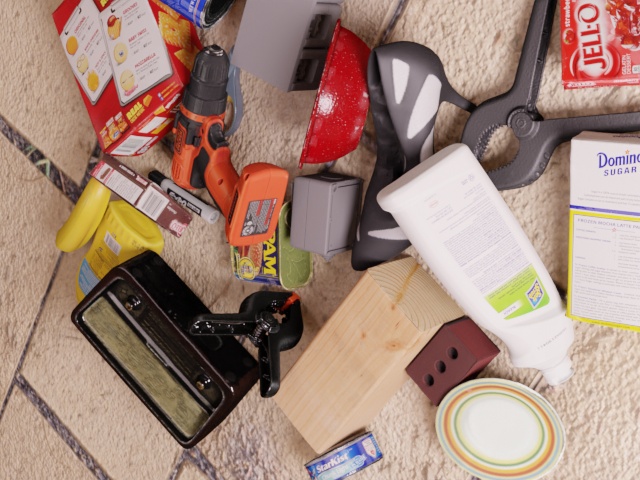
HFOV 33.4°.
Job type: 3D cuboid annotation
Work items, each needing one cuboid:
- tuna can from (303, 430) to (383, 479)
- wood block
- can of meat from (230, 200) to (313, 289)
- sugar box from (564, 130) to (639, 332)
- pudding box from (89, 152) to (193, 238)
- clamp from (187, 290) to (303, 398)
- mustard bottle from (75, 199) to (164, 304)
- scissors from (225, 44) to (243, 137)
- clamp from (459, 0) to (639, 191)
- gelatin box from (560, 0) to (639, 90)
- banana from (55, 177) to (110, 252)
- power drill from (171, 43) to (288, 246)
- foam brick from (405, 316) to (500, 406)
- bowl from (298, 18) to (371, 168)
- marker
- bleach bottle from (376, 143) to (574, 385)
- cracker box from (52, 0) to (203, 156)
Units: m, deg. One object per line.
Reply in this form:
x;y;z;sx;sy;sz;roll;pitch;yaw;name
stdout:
0.026;0.247;1.198;0.086;0.085;0.034;-33;79;37;tuna can
0.047;0.125;1.157;0.090;0.090;0.206;49;123;21;wood block
-0.058;0.001;1.239;0.084;0.057;0.102;6;101;40;can of meat
0.275;-0.008;0.970;0.093;0.048;0.176;9;109;30;sugar box
-0.220;-0.055;1.320;0.090;0.113;0.039;32;82;29;pudding box
-0.075;0.096;1.192;0.120;0.171;0.039;41;117;-5;clamp
-0.278;0.046;1.415;0.096;0.058;0.192;45;122;24;mustard bottle
-0.092;-0.200;1.254;0.202;0.016;0.096;-40;73;36;scissors
0.198;-0.125;1.030;0.210;0.036;0.164;-38;73;32;clamp
0.253;-0.182;0.956;0.073;0.030;0.089;-1;82;19;gelatin box
-0.315;-0.030;1.397;0.198;0.037;0.069;-36;51;54;banana
-0.104;-0.099;1.183;0.188;0.057;0.185;53;141;40;power drill
0.137;0.126;1.112;0.053;0.051;0.078;48;123;21;foam brick
0.023;-0.146;1.114;0.055;0.162;0.162;15;110;0;bowl
-0.174;-0.057;1.341;0.121;0.020;0.020;33;116;30;marker
0.162;0.035;1.029;0.102;0.068;0.251;-34;99;-3;bleach bottle
-0.230;-0.234;1.311;0.164;0.071;0.214;-35;70;35;cracker box
